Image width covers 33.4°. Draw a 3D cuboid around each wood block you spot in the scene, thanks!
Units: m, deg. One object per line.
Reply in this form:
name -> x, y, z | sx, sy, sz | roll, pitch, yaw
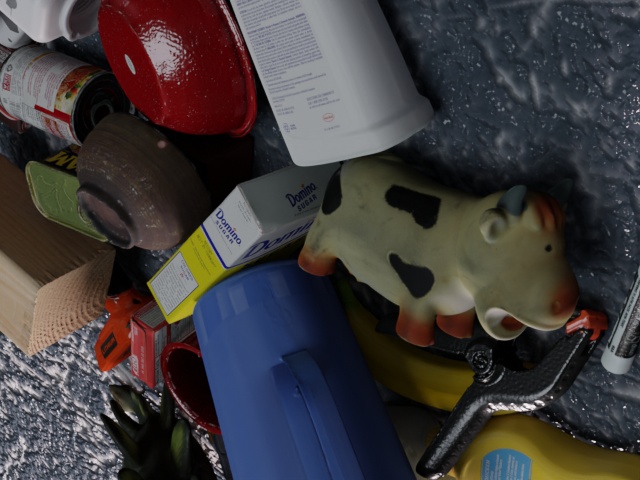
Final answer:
wood block -> -0.293, -0.004, 0.967 | 0.206, 0.090, 0.090 | 38, 132, 20

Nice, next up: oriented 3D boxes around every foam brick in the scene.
foam brick -> -0.098, -0.064, 0.839 | 0.078, 0.051, 0.053 | 28, 136, 27

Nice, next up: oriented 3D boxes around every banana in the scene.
banana -> 0.084, 0.092, 0.787 | 0.198, 0.037, 0.069 | 21, 132, 34

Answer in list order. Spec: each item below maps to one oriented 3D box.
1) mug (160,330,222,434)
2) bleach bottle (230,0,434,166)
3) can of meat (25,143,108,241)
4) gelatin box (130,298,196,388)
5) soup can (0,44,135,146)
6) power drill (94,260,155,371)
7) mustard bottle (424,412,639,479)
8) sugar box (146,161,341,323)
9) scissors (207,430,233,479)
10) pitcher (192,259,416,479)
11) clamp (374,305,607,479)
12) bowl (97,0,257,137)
mug -> -0.068, 0.111, 0.917 | 0.117, 0.081, 0.093 | 24, 133, 31
bleach bottle -> -0.019, -0.175, 0.670 | 0.103, 0.068, 0.251 | -7, 111, 47
can of meat -> -0.184, -0.051, 0.908 | 0.102, 0.083, 0.057 | 19, 130, 35
gelatin box -> -0.129, 0.077, 0.945 | 0.030, 0.089, 0.073 | 31, 137, 25
soup can -> -0.215, -0.122, 0.900 | 0.102, 0.068, 0.068 | 23, 133, 32
power drill -> -0.242, 0.035, 1.053 | 0.187, 0.057, 0.185 | 51, 141, 2
mustard bottle -> 0.158, 0.173, 0.757 | 0.192, 0.058, 0.096 | 17, 128, 36
sugar box -> -0.055, 0.001, 0.809 | 0.177, 0.093, 0.048 | -37, 79, 52
scissors -> -0.086, 0.213, 0.994 | 0.096, 0.016, 0.202 | 110, 144, -68
pitcher -> -0.008, 0.137, 0.762 | 0.149, 0.144, 0.243 | -33, 67, 32
clamp -> 0.114, 0.093, 0.718 | 0.172, 0.039, 0.120 | -19, 79, 40
bowl -> -0.112, -0.136, 0.762 | 0.162, 0.055, 0.162 | 46, 154, 30
